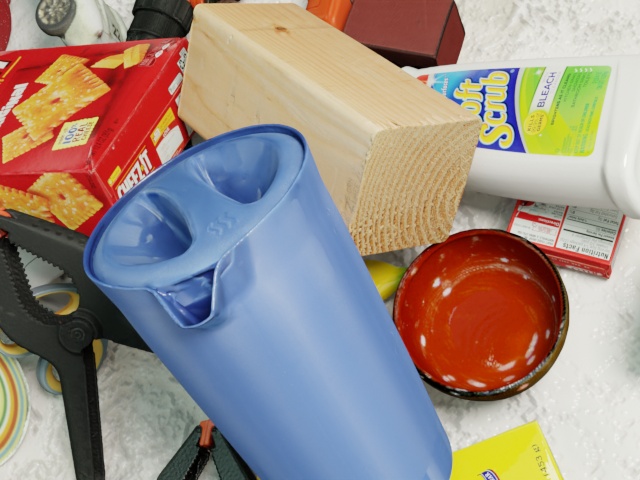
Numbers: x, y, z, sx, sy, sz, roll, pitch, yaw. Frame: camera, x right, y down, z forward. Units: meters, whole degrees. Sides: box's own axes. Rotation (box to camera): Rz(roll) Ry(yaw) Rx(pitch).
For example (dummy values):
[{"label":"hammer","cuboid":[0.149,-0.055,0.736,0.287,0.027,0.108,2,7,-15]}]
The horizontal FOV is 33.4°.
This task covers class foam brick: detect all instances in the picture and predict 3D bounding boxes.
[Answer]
[{"label":"foam brick","cuboid":[0.062,-0.152,0.798,0.078,0.053,0.051,13,75,23]}]

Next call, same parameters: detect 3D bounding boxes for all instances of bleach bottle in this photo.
[{"label":"bleach bottle","cuboid":[0.108,-0.072,0.724,0.251,0.068,0.102,5,68,38]}]

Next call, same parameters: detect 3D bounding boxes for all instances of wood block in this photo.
[{"label":"wood block","cuboid":[-0.001,-0.082,0.714,0.206,0.090,0.090,41,129,41]}]

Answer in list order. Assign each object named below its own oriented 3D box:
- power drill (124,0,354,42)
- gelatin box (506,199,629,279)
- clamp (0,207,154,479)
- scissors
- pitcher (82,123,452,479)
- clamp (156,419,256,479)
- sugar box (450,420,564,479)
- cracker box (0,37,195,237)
[{"label":"power drill","cuboid":[-0.059,-0.199,0.852,0.188,0.057,0.184,12,75,22]},{"label":"gelatin box","cuboid":[0.174,-0.026,0.727,0.073,0.030,0.089,15,75,21]},{"label":"clamp","cuboid":[-0.152,0.058,0.738,0.165,0.036,0.210,-31,99,11]},{"label":"scissors","cuboid":[-0.148,0.045,0.806,0.201,0.096,0.016,-27,27,-22]},{"label":"pitcher","cuboid":[-0.016,0.058,0.619,0.145,0.242,0.149,10,48,48]},{"label":"clamp","cuboid":[-0.090,0.210,0.721,0.120,0.039,0.171,-7,66,3]},{"label":"sugar box","cuboid":[0.074,0.189,0.672,0.176,0.048,0.093,-23,65,8]},{"label":"cracker box","cuboid":[-0.210,-0.079,0.804,0.214,0.072,0.164,1,43,24]}]
